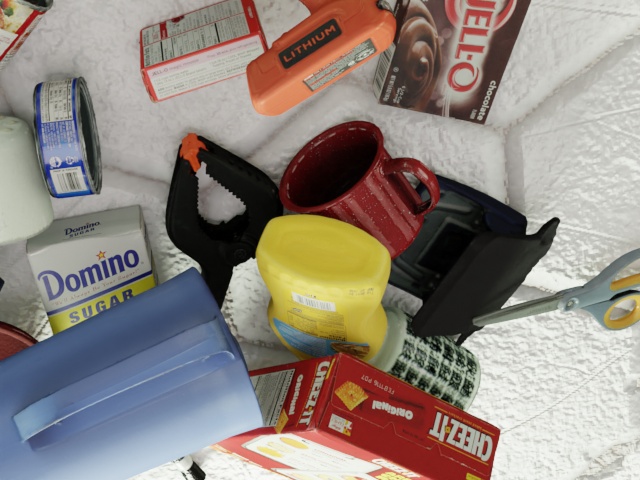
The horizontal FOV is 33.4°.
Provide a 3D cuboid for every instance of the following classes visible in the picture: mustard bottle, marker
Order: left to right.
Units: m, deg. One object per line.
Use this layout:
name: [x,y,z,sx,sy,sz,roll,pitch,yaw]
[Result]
marker: [-0.139,0.185,0.975,0.020,0.020,0.121,-27,122,7]
mustard bottle: [0.005,0.055,0.838,0.096,0.058,0.191,13,150,11]

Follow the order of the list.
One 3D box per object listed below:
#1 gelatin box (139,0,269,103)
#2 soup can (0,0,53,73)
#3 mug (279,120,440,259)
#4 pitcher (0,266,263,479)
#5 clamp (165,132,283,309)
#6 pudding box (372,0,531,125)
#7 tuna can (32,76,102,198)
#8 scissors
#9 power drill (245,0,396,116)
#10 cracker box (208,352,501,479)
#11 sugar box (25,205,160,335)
gelatin box: [-0.083,-0.136,0.753,0.089,0.073,0.030,-19,124,2]
soup can: [-0.239,-0.144,0.726,0.068,0.068,0.102,34,111,-26]
mug: [0.038,-0.034,0.822,0.117,0.093,0.081,-14,133,33]
pitcher: [-0.172,0.122,0.784,0.242,0.145,0.149,-23,128,-13]
clamp: [-0.056,0.001,0.865,0.164,0.036,0.210,-16,127,-1]
pudding box: [0.096,-0.150,0.796,0.090,0.039,0.114,9,119,-16]
tuna can: [-0.181,-0.073,0.769,0.033,0.086,0.086,-7,122,-4]
scissors: [0.221,0.063,0.934,0.201,0.016,0.096,-23,133,-13]
power drill: [-0.051,-0.178,0.688,0.184,0.057,0.188,-30,82,10]
cracker box: [0.018,0.160,0.887,0.164,0.072,0.214,27,156,-23]
sugar box: [-0.174,0.063,0.878,0.093,0.048,0.176,-12,124,-3]
